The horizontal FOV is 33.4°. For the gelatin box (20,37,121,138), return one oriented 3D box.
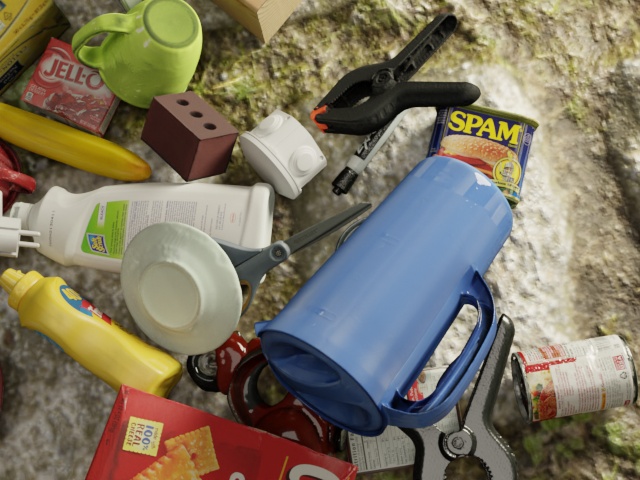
[{"bbox_3d":[-0.246,-0.154,1.077,0.089,0.030,0.073,24,82,5],"label":"gelatin box"}]

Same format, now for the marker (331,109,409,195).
[{"bbox_3d":[0.051,-0.095,1.062,0.020,0.020,0.121,36,84,7],"label":"marker"}]

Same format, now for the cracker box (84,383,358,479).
[{"bbox_3d":[-0.095,0.233,0.892,0.213,0.072,0.164,19,71,-1],"label":"cracker box"}]

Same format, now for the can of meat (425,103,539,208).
[{"bbox_3d":[0.153,-0.083,1.038,0.102,0.057,0.084,13,83,4],"label":"can of meat"}]

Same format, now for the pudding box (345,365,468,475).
[{"bbox_3d":[0.076,0.170,1.008,0.113,0.039,0.090,-9,82,2],"label":"pudding box"}]

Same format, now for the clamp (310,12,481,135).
[{"bbox_3d":[0.071,-0.158,1.045,0.172,0.039,0.120,-15,46,20],"label":"clamp"}]

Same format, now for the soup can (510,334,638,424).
[{"bbox_3d":[0.235,0.129,0.994,0.102,0.068,0.068,-10,80,0],"label":"soup can"}]

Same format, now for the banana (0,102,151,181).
[{"bbox_3d":[-0.257,-0.095,1.050,0.198,0.069,0.037,20,96,-1],"label":"banana"}]

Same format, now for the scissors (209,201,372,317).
[{"bbox_3d":[-0.056,0.001,0.977,0.202,0.016,0.096,-43,94,15],"label":"scissors"}]

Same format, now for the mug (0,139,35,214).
[{"bbox_3d":[-0.336,-0.066,1.040,0.117,0.081,0.093,15,81,4],"label":"mug"}]

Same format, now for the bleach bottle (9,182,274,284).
[{"bbox_3d":[-0.175,-0.017,1.035,0.251,0.068,0.102,6,88,5],"label":"bleach bottle"}]

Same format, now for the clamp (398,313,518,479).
[{"bbox_3d":[0.111,0.181,0.965,0.164,0.036,0.210,-9,79,2],"label":"clamp"}]

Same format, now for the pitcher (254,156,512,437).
[{"bbox_3d":[0.073,0.046,0.930,0.149,0.145,0.242,45,65,-10],"label":"pitcher"}]

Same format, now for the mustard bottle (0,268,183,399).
[{"bbox_3d":[-0.222,0.087,1.003,0.191,0.096,0.058,34,87,7],"label":"mustard bottle"}]

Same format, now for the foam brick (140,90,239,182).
[{"bbox_3d":[-0.127,-0.102,1.033,0.078,0.052,0.051,42,129,28],"label":"foam brick"}]
